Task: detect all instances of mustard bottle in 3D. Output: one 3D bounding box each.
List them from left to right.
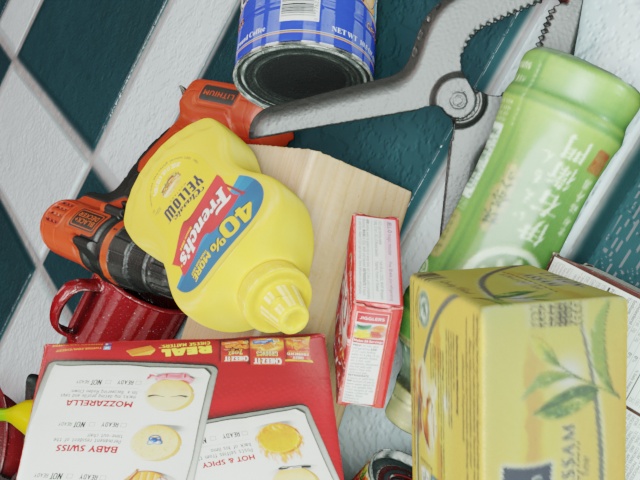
[{"bbox_3d":[-0.055,0.001,0.645,0.096,0.058,0.192,-49,38,4],"label":"mustard bottle"}]

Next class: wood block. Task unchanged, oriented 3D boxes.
[{"bbox_3d":[-0.026,0.048,0.714,0.091,0.090,0.206,11,83,54],"label":"wood block"}]

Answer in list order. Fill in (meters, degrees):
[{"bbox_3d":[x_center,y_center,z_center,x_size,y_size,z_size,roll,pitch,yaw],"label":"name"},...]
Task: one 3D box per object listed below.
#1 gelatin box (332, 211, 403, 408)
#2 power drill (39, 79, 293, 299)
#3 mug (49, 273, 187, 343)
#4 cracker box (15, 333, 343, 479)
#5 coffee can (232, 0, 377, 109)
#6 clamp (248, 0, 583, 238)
[{"bbox_3d":[0.026,0.038,0.603,0.089,0.030,0.073,-89,6,-55],"label":"gelatin box"},{"bbox_3d":[-0.107,-0.041,0.816,0.185,0.057,0.187,18,57,42],"label":"power drill"},{"bbox_3d":[-0.165,0.060,0.869,0.093,0.117,0.082,49,118,38],"label":"mug"},{"bbox_3d":[-0.070,0.140,0.543,0.213,0.164,0.072,-98,8,-56],"label":"cracker box"},{"bbox_3d":[-0.008,-0.177,0.790,0.103,0.102,0.140,-21,58,46],"label":"coffee can"},{"bbox_3d":[0.085,-0.072,0.635,0.210,0.164,0.036,-40,4,8],"label":"clamp"}]
